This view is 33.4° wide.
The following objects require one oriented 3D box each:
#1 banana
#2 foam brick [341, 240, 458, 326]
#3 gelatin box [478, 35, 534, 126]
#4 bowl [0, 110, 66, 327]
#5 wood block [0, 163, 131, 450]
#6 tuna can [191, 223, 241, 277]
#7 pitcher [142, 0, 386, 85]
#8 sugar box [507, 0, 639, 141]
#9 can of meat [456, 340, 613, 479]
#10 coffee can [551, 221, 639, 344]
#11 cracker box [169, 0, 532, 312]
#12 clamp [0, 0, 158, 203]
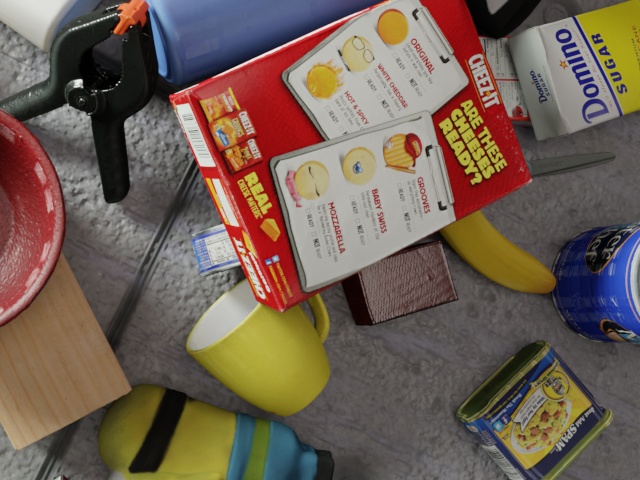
[{"bbox_3d":[0.128,-0.020,0.870,0.070,0.037,0.197,-25,118,11],"label":"banana"},{"bbox_3d":[0.062,0.035,0.864,0.078,0.053,0.051,-15,91,-14],"label":"foam brick"},{"bbox_3d":[0.149,-0.135,0.907,0.089,0.030,0.073,-1,86,-14],"label":"gelatin box"},{"bbox_3d":[-0.248,-0.013,0.696,0.162,0.055,0.162,1,87,-12],"label":"bowl"},{"bbox_3d":[-0.225,0.036,0.775,0.090,0.091,0.206,-27,94,-14],"label":"wood block"},{"bbox_3d":[-0.055,0.001,0.821,0.086,0.086,0.034,-16,89,-14],"label":"tuna can"},{"bbox_3d":[-0.021,-0.200,0.819,0.242,0.145,0.149,-24,82,-14],"label":"pitcher"},{"bbox_3d":[0.249,-0.152,0.905,0.176,0.048,0.093,-21,95,-28],"label":"sugar box"},{"bbox_3d":[0.175,0.145,0.883,0.102,0.057,0.084,-42,94,-13],"label":"can of meat"},{"bbox_3d":[0.265,0.034,0.867,0.102,0.140,0.103,1,87,-14],"label":"coffee can"},{"bbox_3d":[0.022,-0.071,0.757,0.213,0.072,0.164,-27,104,-17],"label":"cracker box"},{"bbox_3d":[-0.177,-0.110,0.778,0.120,0.172,0.039,21,38,-9],"label":"clamp"}]
